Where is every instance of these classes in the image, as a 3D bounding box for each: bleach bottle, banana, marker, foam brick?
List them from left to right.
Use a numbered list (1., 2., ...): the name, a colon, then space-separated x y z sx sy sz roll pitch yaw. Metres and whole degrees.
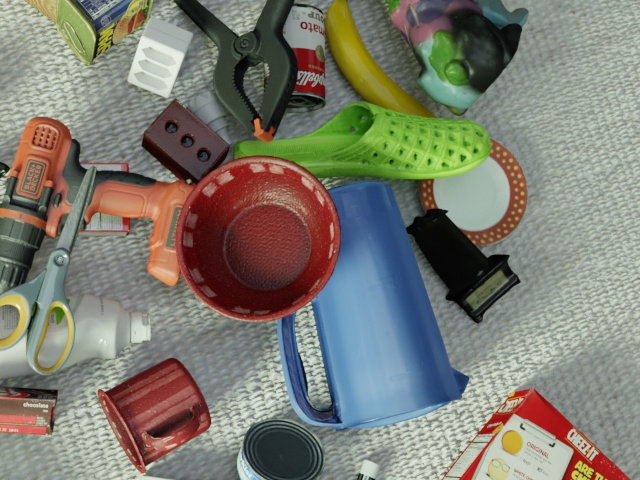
1. bleach bottle: -0.289 0.094 1.025 0.250 0.102 0.068 -2 123 -15
2. foam brick: -0.141 -0.099 1.118 0.078 0.051 0.053 40 74 -4
3. marker: 0.033 0.287 1.103 0.020 0.020 0.121 23 75 -8
4. banana: 0.059 -0.193 1.190 0.069 0.037 0.198 -31 88 -16

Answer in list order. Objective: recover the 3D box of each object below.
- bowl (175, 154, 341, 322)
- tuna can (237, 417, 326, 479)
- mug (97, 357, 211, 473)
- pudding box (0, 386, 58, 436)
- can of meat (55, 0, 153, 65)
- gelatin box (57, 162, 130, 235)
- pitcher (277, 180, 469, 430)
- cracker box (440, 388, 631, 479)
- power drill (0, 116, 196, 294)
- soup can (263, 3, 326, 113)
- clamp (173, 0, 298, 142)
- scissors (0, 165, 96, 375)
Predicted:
1. bowl: -0.057 0.001 1.039 0.162 0.055 0.162 -1 80 8
2. tuna can: -0.040 0.221 1.069 0.086 0.034 0.086 11 39 -10
3. mug: -0.155 0.169 1.035 0.081 0.117 0.093 -28 110 -21
4. pudding box: -0.294 0.158 1.001 0.090 0.114 0.039 6 83 -12
5. can of meat: -0.222 -0.237 1.100 0.083 0.102 0.057 -41 91 -19
6. gelatin box: -0.241 -0.042 1.095 0.089 0.030 0.073 -1 81 -14
7. pitcher: 0.041 0.069 1.092 0.145 0.149 0.243 -21 78 28
8. cracker box: 0.205 0.289 1.117 0.164 0.072 0.213 43 73 -3
9. power drill: -0.223 -0.014 1.048 0.187 0.057 0.184 16 79 -13
10. soup can: -0.028 -0.196 1.153 0.068 0.069 0.102 2 80 -13
11. clamp: -0.064 -0.208 1.113 0.165 0.036 0.210 -21 72 18
12. scissors: -0.263 0.024 0.993 0.096 0.016 0.202 6 80 -21
